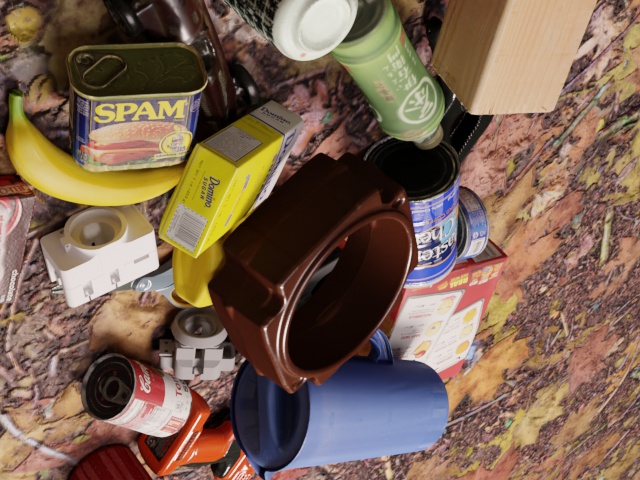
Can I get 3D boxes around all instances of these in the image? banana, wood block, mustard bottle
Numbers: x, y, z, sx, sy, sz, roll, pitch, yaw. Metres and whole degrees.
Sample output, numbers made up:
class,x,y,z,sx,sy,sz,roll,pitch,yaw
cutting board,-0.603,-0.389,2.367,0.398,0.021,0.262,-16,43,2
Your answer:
class,x,y,z,sx,sy,sz,roll,pitch,yaw
banana,-0.190,-0.061,0.888,0.070,0.037,0.197,-52,144,13
wood block,0.175,-0.218,0.905,0.090,0.090,0.206,-5,132,-24
mustard bottle,-0.057,0.001,1.053,0.191,0.058,0.096,-14,122,-48

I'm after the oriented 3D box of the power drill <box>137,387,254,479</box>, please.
class,x,y,z,sx,sy,sz,roll,pitch,yaw
power drill,-0.106,0.213,1.240,0.187,0.057,0.184,18,109,-51

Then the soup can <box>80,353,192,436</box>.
class,x,y,z,sx,sy,sz,roll,pitch,yaw
soup can,-0.187,0.161,1.095,0.068,0.069,0.102,-48,146,6

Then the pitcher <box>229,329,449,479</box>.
class,x,y,z,sx,sy,sz,roll,pitch,yaw
pitcher,0.032,0.177,1.198,0.242,0.145,0.149,6,147,-42

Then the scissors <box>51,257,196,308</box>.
class,x,y,z,sx,sy,sz,roll,pitch,yaw
scissors,-0.158,0.025,1.028,0.201,0.016,0.096,16,112,-52

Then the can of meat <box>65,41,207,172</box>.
class,x,y,z,sx,sy,sz,roll,pitch,yaw
can of meat,-0.143,-0.101,0.821,0.102,0.057,0.084,-6,143,-19

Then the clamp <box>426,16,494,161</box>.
class,x,y,z,sx,sy,sz,roll,pitch,yaw
clamp,0.165,-0.164,1.134,0.164,0.036,0.210,-21,141,-26

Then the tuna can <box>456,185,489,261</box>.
class,x,y,z,sx,sy,sz,roll,pitch,yaw
tuna can,0.153,-0.019,1.233,0.033,0.086,0.086,-14,136,-34

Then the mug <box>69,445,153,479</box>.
class,x,y,z,sx,sy,sz,roll,pitch,yaw
mug,-0.229,0.290,1.175,0.093,0.082,0.117,8,120,-49

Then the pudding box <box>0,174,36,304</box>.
class,x,y,z,sx,sy,sz,roll,pitch,yaw
pudding box,-0.285,0.004,0.858,0.089,0.039,0.114,-9,132,-40

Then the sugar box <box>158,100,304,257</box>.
class,x,y,z,sx,sy,sz,roll,pitch,yaw
sugar box,-0.073,-0.058,0.928,0.093,0.048,0.176,-62,172,26

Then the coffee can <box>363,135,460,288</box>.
class,x,y,z,sx,sy,sz,roll,pitch,yaw
coffee can,0.098,-0.031,1.149,0.102,0.103,0.140,-30,143,-20

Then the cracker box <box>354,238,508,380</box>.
class,x,y,z,sx,sy,sz,roll,pitch,yaw
cracker box,0.124,0.096,1.336,0.163,0.072,0.214,-14,137,-33
